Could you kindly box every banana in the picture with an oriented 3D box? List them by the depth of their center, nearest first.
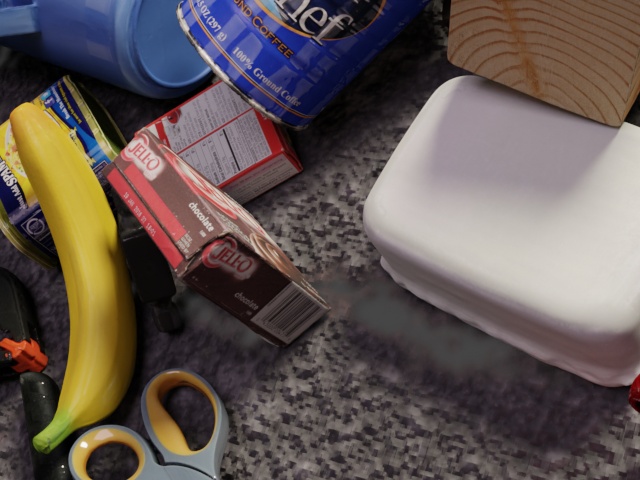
[{"bbox_3d":[-0.137,0.019,0.607,0.037,0.069,0.198,-15,76,25],"label":"banana"}]

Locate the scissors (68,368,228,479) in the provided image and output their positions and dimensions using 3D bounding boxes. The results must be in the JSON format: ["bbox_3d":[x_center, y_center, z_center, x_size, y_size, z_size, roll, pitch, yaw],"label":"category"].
[{"bbox_3d":[-0.070,0.136,0.519,0.096,0.016,0.202,-22,37,-4],"label":"scissors"}]

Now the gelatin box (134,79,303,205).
[{"bbox_3d":[-0.064,-0.053,0.647,0.089,0.030,0.073,-30,56,11],"label":"gelatin box"}]

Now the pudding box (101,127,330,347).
[{"bbox_3d":[-0.054,0.001,0.562,0.039,0.113,0.090,-42,54,2],"label":"pudding box"}]

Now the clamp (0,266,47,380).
[{"bbox_3d":[-0.246,0.050,0.683,0.172,0.039,0.120,33,84,36],"label":"clamp"}]

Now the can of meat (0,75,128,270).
[{"bbox_3d":[-0.167,-0.046,0.681,0.084,0.057,0.102,-38,54,3],"label":"can of meat"}]

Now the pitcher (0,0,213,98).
[{"bbox_3d":[-0.180,-0.174,0.707,0.243,0.144,0.149,26,87,32],"label":"pitcher"}]

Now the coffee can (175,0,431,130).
[{"bbox_3d":[0.003,-0.146,0.596,0.140,0.102,0.103,-43,52,19],"label":"coffee can"}]
